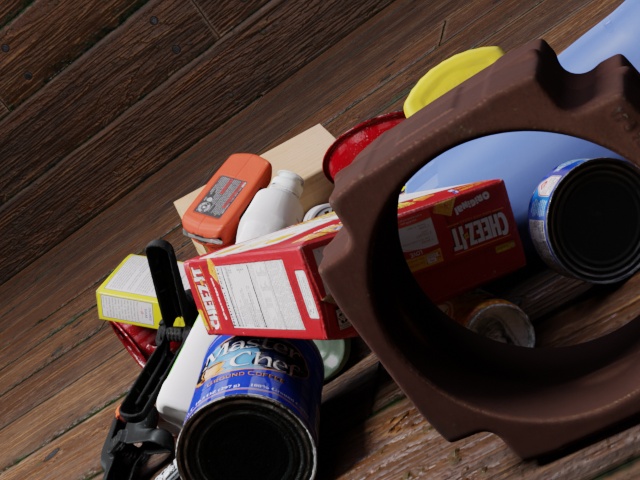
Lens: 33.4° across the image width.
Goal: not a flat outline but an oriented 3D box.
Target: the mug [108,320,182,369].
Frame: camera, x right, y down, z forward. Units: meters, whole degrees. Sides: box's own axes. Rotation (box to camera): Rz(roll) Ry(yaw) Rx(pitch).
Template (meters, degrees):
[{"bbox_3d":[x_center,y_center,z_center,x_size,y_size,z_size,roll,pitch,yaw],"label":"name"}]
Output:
[{"bbox_3d":[-0.191,0.109,1.283,0.081,0.093,0.117,-37,18,-17],"label":"mug"}]

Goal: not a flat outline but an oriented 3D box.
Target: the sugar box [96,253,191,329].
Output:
[{"bbox_3d":[-0.157,0.066,1.225,0.176,0.048,0.093,11,32,14],"label":"sugar box"}]

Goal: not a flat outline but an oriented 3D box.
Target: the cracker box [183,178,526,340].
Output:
[{"bbox_3d":[0.017,0.018,0.777,0.164,0.072,0.214,-19,5,-27],"label":"cracker box"}]

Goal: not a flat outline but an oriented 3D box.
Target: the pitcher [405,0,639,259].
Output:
[{"bbox_3d":[0.190,-0.075,0.840,0.243,0.145,0.149,-36,-26,23],"label":"pitcher"}]

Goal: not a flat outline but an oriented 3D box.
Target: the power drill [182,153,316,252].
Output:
[{"bbox_3d":[-0.057,0.001,1.102,0.057,0.187,0.184,13,55,33],"label":"power drill"}]

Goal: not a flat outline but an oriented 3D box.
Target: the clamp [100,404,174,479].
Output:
[{"bbox_3d":[-0.186,0.208,1.010,0.120,0.039,0.171,-51,15,-3],"label":"clamp"}]

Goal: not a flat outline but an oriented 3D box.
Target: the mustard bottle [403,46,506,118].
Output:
[{"bbox_3d":[0.131,-0.106,0.953,0.096,0.058,0.191,-33,-15,4],"label":"mustard bottle"}]

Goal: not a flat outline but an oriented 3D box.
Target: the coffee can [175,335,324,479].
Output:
[{"bbox_3d":[-0.050,0.132,0.823,0.103,0.102,0.140,-35,15,13],"label":"coffee can"}]

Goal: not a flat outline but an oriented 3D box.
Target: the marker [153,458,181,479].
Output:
[{"bbox_3d":[-0.135,0.210,0.928,0.121,0.020,0.020,-45,13,4],"label":"marker"}]

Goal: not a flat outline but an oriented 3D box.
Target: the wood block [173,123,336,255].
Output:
[{"bbox_3d":[-0.059,-0.044,1.300,0.206,0.090,0.091,-30,40,-10],"label":"wood block"}]

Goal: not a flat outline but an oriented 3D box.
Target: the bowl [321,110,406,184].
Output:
[{"bbox_3d":[0.085,-0.073,1.133,0.162,0.161,0.055,-30,60,31],"label":"bowl"}]

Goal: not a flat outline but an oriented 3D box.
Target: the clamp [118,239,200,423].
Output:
[{"bbox_3d":[-0.139,0.081,1.034,0.036,0.164,0.210,8,1,11],"label":"clamp"}]

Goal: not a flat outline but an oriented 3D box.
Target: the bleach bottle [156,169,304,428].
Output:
[{"bbox_3d":[-0.072,0.052,0.984,0.103,0.068,0.250,107,-176,-69],"label":"bleach bottle"}]

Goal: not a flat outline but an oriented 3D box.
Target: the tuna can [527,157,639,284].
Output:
[{"bbox_3d":[0.186,-0.014,0.732,0.086,0.086,0.034,-40,13,-9],"label":"tuna can"}]
